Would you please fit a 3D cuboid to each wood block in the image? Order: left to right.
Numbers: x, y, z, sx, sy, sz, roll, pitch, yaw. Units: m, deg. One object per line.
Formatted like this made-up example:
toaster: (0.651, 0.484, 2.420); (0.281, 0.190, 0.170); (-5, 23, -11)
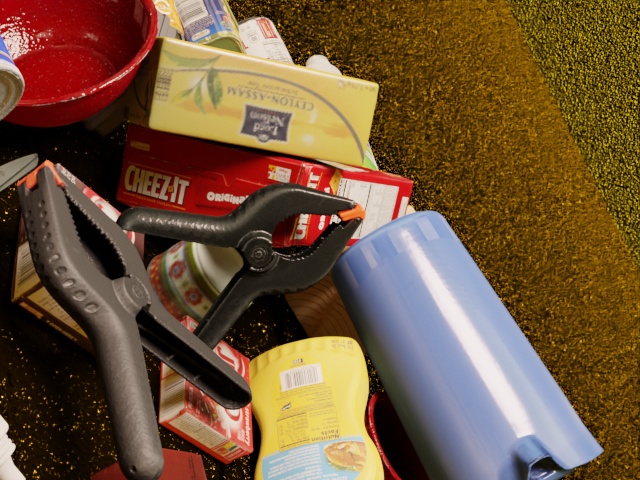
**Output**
wood block: (0.053, 0.042, 1.077); (0.090, 0.091, 0.205); (58, 23, -2)

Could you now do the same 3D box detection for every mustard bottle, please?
mustard bottle: (-0.003, 0.167, 0.804); (0.058, 0.096, 0.191); (71, 8, -48)

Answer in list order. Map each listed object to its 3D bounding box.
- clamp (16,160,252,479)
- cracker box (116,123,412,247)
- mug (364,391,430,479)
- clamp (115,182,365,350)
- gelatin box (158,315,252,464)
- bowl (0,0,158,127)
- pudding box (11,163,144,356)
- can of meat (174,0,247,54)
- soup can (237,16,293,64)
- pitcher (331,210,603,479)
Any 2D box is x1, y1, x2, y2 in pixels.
clamp: (-0.122, 0.045, 0.680); (0.210, 0.036, 0.164); (59, 17, 9)
cracker box: (-0.041, -0.040, 0.898); (0.213, 0.164, 0.072); (1, 102, -63)
mug: (0.033, 0.188, 0.869); (0.093, 0.082, 0.117); (54, 23, -12)
clamp: (-0.055, 0.001, 0.748); (0.120, 0.171, 0.039); (61, -7, -19)
gelatin box: (-0.084, 0.110, 0.792); (0.073, 0.030, 0.089); (41, 29, -36)
bowl: (-0.194, -0.132, 0.761); (0.055, 0.162, 0.162); (90, -7, -49)
pudding box: (-0.164, 0.015, 0.733); (0.090, 0.039, 0.113); (42, 29, -38)
can of meat: (-0.105, -0.193, 1.044); (0.102, 0.057, 0.084); (63, 3, -57)
soup can: (-0.062, -0.179, 1.140); (0.068, 0.069, 0.102); (-1, 62, -64)
pitcher: (0.109, 0.105, 0.876); (0.144, 0.149, 0.243); (-11, 67, -51)
